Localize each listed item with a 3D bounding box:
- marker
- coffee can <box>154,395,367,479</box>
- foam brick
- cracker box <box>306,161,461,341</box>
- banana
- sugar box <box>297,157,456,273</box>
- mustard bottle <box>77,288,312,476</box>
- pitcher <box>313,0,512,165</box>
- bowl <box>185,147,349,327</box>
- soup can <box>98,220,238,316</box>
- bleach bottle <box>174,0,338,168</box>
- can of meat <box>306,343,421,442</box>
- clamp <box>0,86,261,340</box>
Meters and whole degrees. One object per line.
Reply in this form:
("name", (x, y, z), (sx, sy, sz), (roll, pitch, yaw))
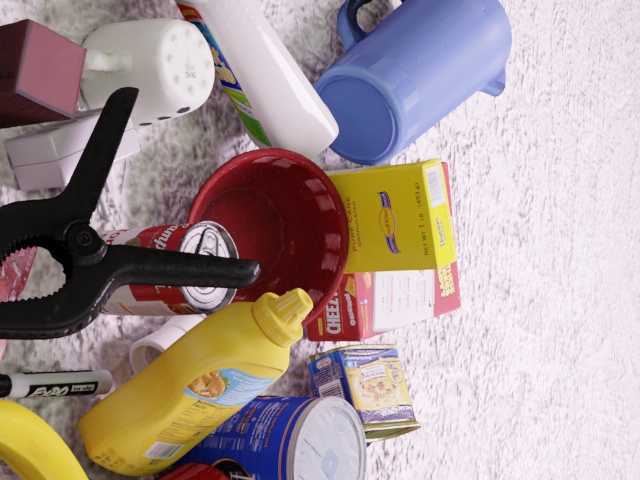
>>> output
("marker", (-0.196, 0.101, 0.753), (0.120, 0.020, 0.020), (8, 80, -55))
("coffee can", (-0.048, 0.175, 0.856), (0.102, 0.141, 0.103), (8, 80, -55))
("foam brick", (-0.205, -0.109, 0.711), (0.051, 0.078, 0.053), (24, 70, -53))
("cracker box", (0.062, 0.007, 1.096), (0.213, 0.072, 0.164), (-10, 96, -56))
("banana", (-0.187, 0.171, 0.721), (0.197, 0.037, 0.069), (61, 37, -29))
("sugar box", (0.029, -0.018, 0.955), (0.048, 0.176, 0.093), (-21, 103, -57))
("mustard bottle", (-0.081, 0.098, 0.777), (0.096, 0.192, 0.058), (25, 31, -54))
("pitcher", (0.086, -0.184, 1.114), (0.242, 0.149, 0.145), (-43, 137, -45))
("bowl", (-0.056, 0.001, 0.909), (0.161, 0.055, 0.162), (-5, 98, -33))
("soup can", (-0.121, 0.022, 0.798), (0.068, 0.102, 0.068), (7, 81, -55))
("bleach bottle", (-0.074, -0.173, 0.870), (0.068, 0.103, 0.250), (-39, 132, -6))
("can of meat", (0.040, 0.145, 1.010), (0.101, 0.058, 0.084), (5, 64, -45))
("clamp", (-0.160, -0.006, 0.702), (0.209, 0.036, 0.164), (-25, 81, -30))
